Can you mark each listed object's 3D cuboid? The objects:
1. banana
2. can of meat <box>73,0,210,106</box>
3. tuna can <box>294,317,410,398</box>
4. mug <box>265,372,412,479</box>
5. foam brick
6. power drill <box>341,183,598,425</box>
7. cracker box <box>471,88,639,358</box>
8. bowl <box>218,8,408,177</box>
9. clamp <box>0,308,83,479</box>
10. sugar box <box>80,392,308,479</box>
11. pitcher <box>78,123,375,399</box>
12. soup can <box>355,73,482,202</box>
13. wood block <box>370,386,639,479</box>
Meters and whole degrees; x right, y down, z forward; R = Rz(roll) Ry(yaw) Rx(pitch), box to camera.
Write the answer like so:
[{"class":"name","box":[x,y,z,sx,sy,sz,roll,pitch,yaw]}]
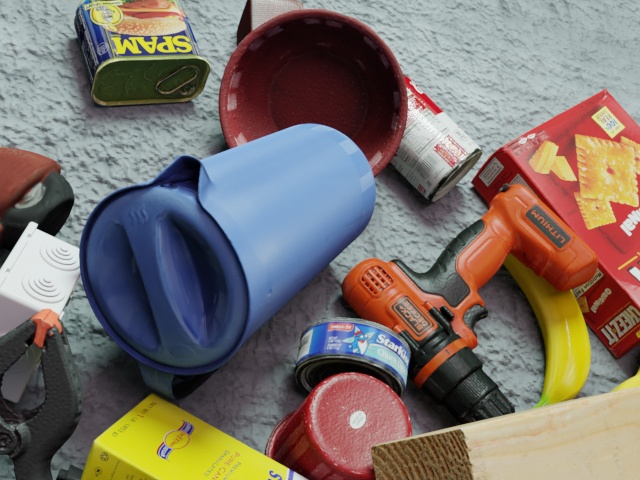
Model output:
[{"class":"banana","box":[0.193,0.060,0.928,0.069,0.037,0.198,3,57,-21]},{"class":"can of meat","box":[-0.157,-0.168,0.929,0.101,0.058,0.084,-7,58,-26]},{"class":"tuna can","box":[0.024,0.095,0.807,0.086,0.086,0.033,19,54,-9]},{"class":"mug","box":[0.027,0.151,0.773,0.117,0.082,0.093,18,53,-10]},{"class":"foam brick","box":[-0.046,-0.181,0.984,0.051,0.053,0.078,8,57,-17]},{"class":"power drill","box":[0.138,0.052,0.876,0.187,0.057,0.184,-35,72,-23]},{"class":"cracker box","box":[0.271,-0.022,0.993,0.163,0.072,0.214,-28,72,-33]},{"class":"bowl","box":[-0.005,-0.118,0.923,0.162,0.162,0.055,30,12,-1]},{"class":"clamp","box":[-0.191,0.130,0.676,0.120,0.171,0.039,28,9,-16]},{"class":"sugar box","box":[-0.061,0.172,0.705,0.176,0.048,0.093,25,19,9]},{"class":"pitcher","box":[-0.055,0.001,0.790,0.145,0.149,0.242,58,33,-2]},{"class":"soup can","box":[0.088,-0.093,0.969,0.102,0.069,0.068,46,54,11]},{"class":"wood block","box":[0.146,0.164,0.741,0.205,0.091,0.090,-3,75,-41]}]
